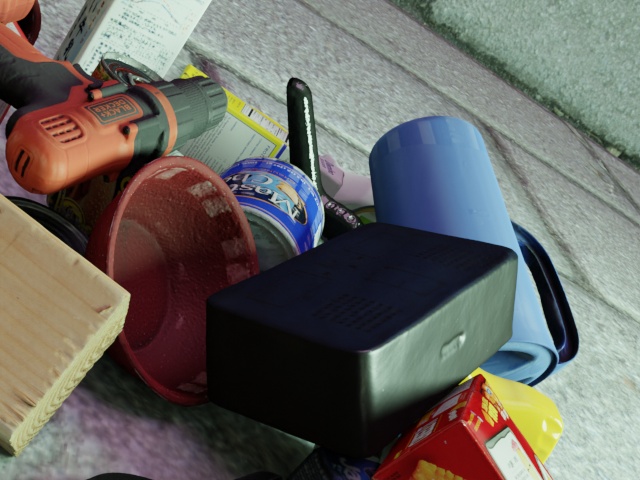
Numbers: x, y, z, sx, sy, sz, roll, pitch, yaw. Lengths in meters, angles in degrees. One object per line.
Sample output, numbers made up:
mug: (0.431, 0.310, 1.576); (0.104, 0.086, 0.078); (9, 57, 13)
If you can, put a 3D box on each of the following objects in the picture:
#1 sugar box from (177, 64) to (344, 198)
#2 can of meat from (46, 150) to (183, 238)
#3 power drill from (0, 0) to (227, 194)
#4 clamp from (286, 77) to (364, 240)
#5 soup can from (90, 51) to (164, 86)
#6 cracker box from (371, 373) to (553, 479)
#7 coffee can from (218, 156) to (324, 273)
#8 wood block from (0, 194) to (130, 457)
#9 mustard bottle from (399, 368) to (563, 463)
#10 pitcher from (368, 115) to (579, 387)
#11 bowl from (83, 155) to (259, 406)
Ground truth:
sugar box: (-0.075, -0.072, 0.978); (0.176, 0.093, 0.048); (34, 21, -11)
can of meat: (-0.145, -0.039, 0.774); (0.084, 0.102, 0.057); (39, 38, 11)
power drill: (-0.173, -0.119, 0.715); (0.188, 0.057, 0.184); (41, 36, 15)
clamp: (-0.029, -0.016, 0.928); (0.210, 0.165, 0.036); (59, 30, -9)
soup can: (-0.167, -0.088, 0.842); (0.068, 0.102, 0.068); (32, 21, -14)
cracker box: (0.125, 0.198, 0.652); (0.214, 0.072, 0.164); (56, 11, 5)
coffee can: (-0.055, 0.001, 0.835); (0.103, 0.103, 0.140); (35, 20, -6)
wood block: (-0.207, 0.008, 0.540); (0.206, 0.090, 0.090); (38, -21, 0)
mustard bottle: (0.084, 0.123, 0.812); (0.191, 0.096, 0.058); (31, 21, -17)
pitcher: (0.123, 0.016, 0.935); (0.149, 0.145, 0.243); (44, 32, -54)
bowl: (-0.105, 0.028, 0.697); (0.161, 0.055, 0.162); (19, 67, -58)
